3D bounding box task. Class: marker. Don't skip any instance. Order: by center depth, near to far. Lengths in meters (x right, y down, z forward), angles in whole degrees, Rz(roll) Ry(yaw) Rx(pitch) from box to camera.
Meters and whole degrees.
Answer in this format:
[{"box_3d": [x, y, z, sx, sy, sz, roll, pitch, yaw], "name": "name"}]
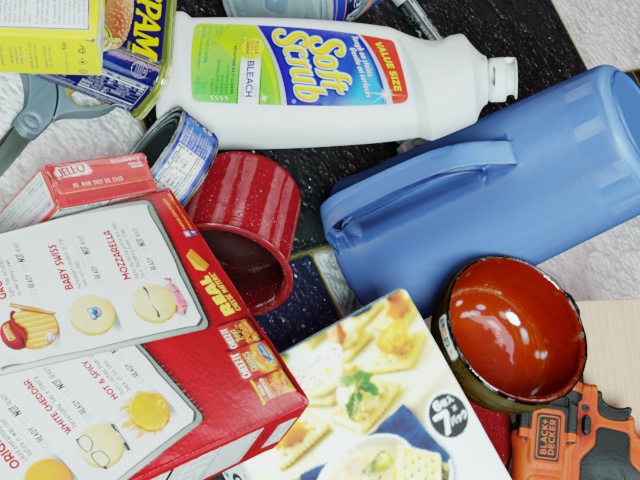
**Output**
[{"box_3d": [0.110, -0.199, 1.052, 0.121, 0.020, 0.020, 52, 43, -5], "name": "marker"}]

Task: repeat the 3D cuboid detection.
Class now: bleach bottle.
[{"box_3d": [0.013, -0.118, 0.764, 0.068, 0.251, 0.102, 69, 21, -67], "name": "bleach bottle"}]

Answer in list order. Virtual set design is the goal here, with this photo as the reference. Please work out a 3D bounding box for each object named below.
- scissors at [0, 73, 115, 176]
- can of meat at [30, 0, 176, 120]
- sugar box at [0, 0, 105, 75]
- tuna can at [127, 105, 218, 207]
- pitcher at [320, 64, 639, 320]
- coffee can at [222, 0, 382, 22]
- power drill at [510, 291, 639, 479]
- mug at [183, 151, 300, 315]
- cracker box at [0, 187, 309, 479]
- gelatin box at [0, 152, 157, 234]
[{"box_3d": [-0.202, -0.094, 0.709, 0.096, 0.016, 0.201, 51, 43, -4], "name": "scissors"}, {"box_3d": [-0.150, -0.144, 0.733, 0.083, 0.058, 0.102, 19, 53, -29], "name": "can of meat"}, {"box_3d": [-0.221, -0.150, 0.649, 0.176, 0.048, 0.093, 0, 62, -7], "name": "sugar box"}, {"box_3d": [-0.107, -0.046, 0.716, 0.033, 0.086, 0.086, 37, 46, -22], "name": "tuna can"}, {"box_3d": [0.127, -0.035, 0.799, 0.145, 0.243, 0.149, 54, 32, -15], "name": "pitcher"}, {"box_3d": [-0.004, -0.225, 0.902, 0.103, 0.103, 0.140, 52, 43, -6], "name": "coffee can"}, {"box_3d": [0.235, 0.131, 0.785, 0.057, 0.188, 0.184, 64, 32, -70], "name": "power drill"}, {"box_3d": [-0.055, 0.001, 0.743, 0.081, 0.093, 0.117, -79, 153, -42], "name": "mug"}, {"box_3d": [-0.139, 0.074, 0.580, 0.213, 0.072, 0.164, -19, 64, -35], "name": "cracker box"}, {"box_3d": [-0.153, -0.019, 0.654, 0.073, 0.089, 0.030, -13, 73, -45], "name": "gelatin box"}]
